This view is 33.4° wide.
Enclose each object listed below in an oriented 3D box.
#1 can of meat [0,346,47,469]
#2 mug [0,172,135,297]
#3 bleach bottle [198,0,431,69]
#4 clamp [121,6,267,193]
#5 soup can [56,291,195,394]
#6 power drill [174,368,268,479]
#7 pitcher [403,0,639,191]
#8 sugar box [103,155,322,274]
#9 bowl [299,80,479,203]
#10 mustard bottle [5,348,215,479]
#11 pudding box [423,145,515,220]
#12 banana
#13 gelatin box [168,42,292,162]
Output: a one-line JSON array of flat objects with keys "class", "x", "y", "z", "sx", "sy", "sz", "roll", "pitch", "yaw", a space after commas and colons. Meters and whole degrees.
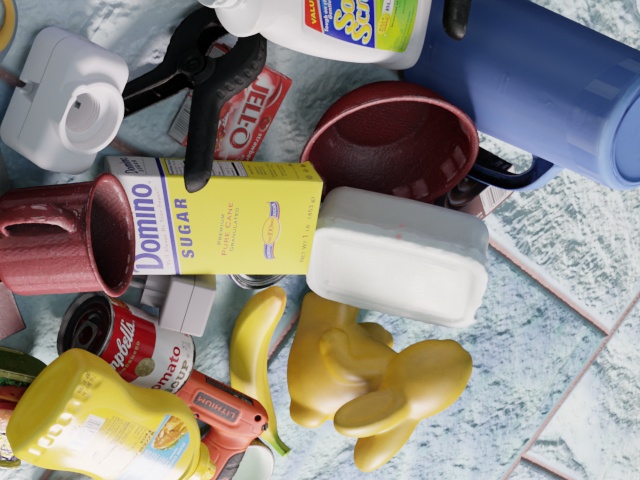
[{"class": "can of meat", "x": -0.274, "y": 0.131, "z": 0.866, "sx": 0.101, "sy": 0.058, "sz": 0.084, "roll": 23, "pitch": 98, "yaw": -44}, {"class": "mug", "x": -0.196, "y": -0.004, "z": 0.790, "sx": 0.117, "sy": 0.081, "sz": 0.093, "roll": 45, "pitch": 42, "yaw": -73}, {"class": "bleach bottle", "x": -0.005, "y": -0.182, "z": 0.821, "sx": 0.250, "sy": 0.068, "sz": 0.103, "roll": -14, "pitch": 119, "yaw": -53}, {"class": "clamp", "x": -0.090, "y": -0.118, "z": 0.819, "sx": 0.171, "sy": 0.120, "sz": 0.039, "roll": -47, "pitch": 163, "yaw": -8}, {"class": "soup can", "x": -0.165, "y": 0.092, "z": 0.917, "sx": 0.102, "sy": 0.069, "sz": 0.068, "roll": 30, "pitch": 96, "yaw": -45}, {"class": "power drill", "x": -0.146, "y": 0.211, "z": 0.983, "sx": 0.184, "sy": 0.057, "sz": 0.187, "roll": 26, "pitch": 92, "yaw": -11}, {"class": "pitcher", "x": 0.193, "y": -0.126, "z": 0.936, "sx": 0.145, "sy": 0.243, "sz": 0.149, "roll": -41, "pitch": 134, "yaw": -11}, {"class": "sugar box", "x": -0.092, "y": -0.019, "z": 0.887, "sx": 0.176, "sy": 0.048, "sz": 0.093, "roll": -1, "pitch": 118, "yaw": -19}, {"class": "bowl", "x": 0.058, "y": -0.092, "z": 0.957, "sx": 0.162, "sy": 0.055, "sz": 0.162, "roll": -6, "pitch": 145, "yaw": -4}, {"class": "mustard bottle", "x": -0.158, "y": 0.164, "z": 0.889, "sx": 0.191, "sy": 0.058, "sz": 0.096, "roll": 35, "pitch": 95, "yaw": -41}, {"class": "pudding box", "x": 0.122, "y": -0.047, "z": 1.039, "sx": 0.113, "sy": 0.090, "sz": 0.039, "roll": -38, "pitch": 135, "yaw": -14}, {"class": "banana", "x": -0.057, "y": 0.117, "z": 1.017, "sx": 0.037, "sy": 0.070, "sz": 0.198, "roll": -46, "pitch": 143, "yaw": -47}, {"class": "gelatin box", "x": -0.074, "y": -0.111, "z": 0.889, "sx": 0.073, "sy": 0.030, "sz": 0.089, "roll": 20, "pitch": 103, "yaw": -44}]
